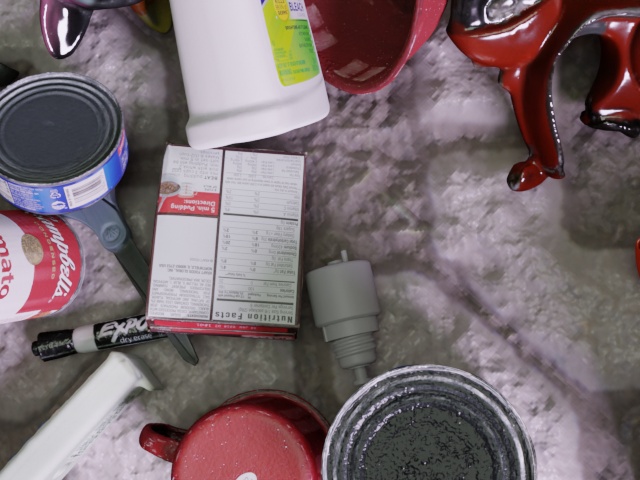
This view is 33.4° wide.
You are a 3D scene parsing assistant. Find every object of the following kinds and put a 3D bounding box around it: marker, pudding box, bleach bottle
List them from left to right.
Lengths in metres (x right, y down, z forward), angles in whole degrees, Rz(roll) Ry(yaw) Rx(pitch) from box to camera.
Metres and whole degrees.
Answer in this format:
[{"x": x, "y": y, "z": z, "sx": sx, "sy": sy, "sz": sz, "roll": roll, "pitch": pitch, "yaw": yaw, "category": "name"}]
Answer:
[{"x": -0.120, "y": 0.056, "z": 0.660, "sx": 0.121, "sy": 0.020, "sz": 0.020, "roll": -11, "pitch": 82, "yaw": 6, "category": "marker"}, {"x": -0.058, "y": -0.184, "z": 0.608, "sx": 0.068, "sy": 0.102, "sz": 0.251, "roll": -8, "pitch": 100, "yaw": 23, "category": "bleach bottle"}, {"x": -0.054, "y": 0.001, "z": 0.634, "sx": 0.090, "sy": 0.039, "sz": 0.113, "roll": 4, "pitch": 74, "yaw": -4, "category": "pudding box"}]

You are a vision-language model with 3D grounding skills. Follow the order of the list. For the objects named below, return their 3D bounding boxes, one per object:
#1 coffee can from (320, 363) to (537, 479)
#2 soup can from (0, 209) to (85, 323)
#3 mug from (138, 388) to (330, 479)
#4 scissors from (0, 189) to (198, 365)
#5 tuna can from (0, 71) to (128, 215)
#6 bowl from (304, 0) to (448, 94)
[{"x": 0.058, "y": 0.117, "z": 0.570, "sx": 0.103, "sy": 0.140, "sz": 0.103, "roll": -1, "pitch": 83, "yaw": 7, "category": "coffee can"}, {"x": -0.193, "y": 0.015, "z": 0.617, "sx": 0.069, "sy": 0.102, "sz": 0.068, "roll": 1, "pitch": 92, "yaw": 20, "category": "soup can"}, {"x": -0.049, "y": 0.128, "z": 0.611, "sx": 0.117, "sy": 0.081, "sz": 0.093, "roll": 20, "pitch": 86, "yaw": 9, "category": "mug"}, {"x": -0.147, "y": -0.003, "z": 0.664, "sx": 0.096, "sy": 0.016, "sz": 0.202, "roll": -21, "pitch": 75, "yaw": 9, "category": "scissors"}, {"x": -0.158, "y": -0.058, "z": 0.635, "sx": 0.086, "sy": 0.034, "sz": 0.086, "roll": 1, "pitch": 56, "yaw": -1, "category": "tuna can"}, {"x": 0.030, "y": -0.170, "z": 0.621, "sx": 0.055, "sy": 0.162, "sz": 0.162, "roll": -18, "pitch": 80, "yaw": -27, "category": "bowl"}]
